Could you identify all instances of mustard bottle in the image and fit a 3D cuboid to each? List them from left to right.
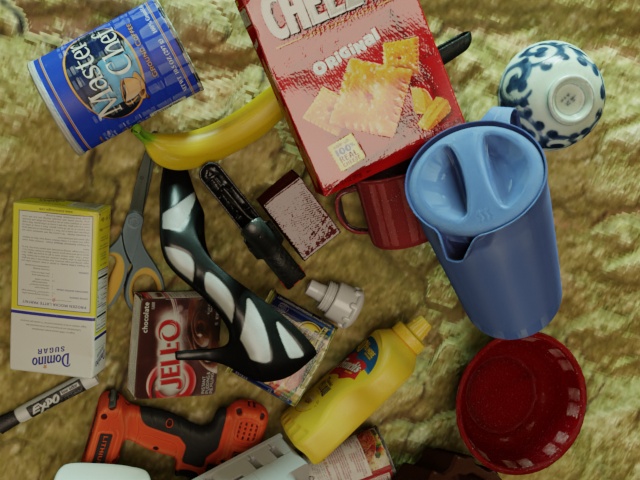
[{"bbox_3d":[0.045,0.152,1.152,0.191,0.096,0.058,-42,104,0],"label":"mustard bottle"}]

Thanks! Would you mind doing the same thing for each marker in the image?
[{"bbox_3d":[-0.294,0.172,1.137,0.121,0.020,0.020,-27,104,-4],"label":"marker"}]

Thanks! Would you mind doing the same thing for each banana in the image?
[{"bbox_3d":[-0.098,-0.115,1.090,0.197,0.070,0.037,-24,60,-25],"label":"banana"}]

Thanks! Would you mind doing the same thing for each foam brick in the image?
[{"bbox_3d":[-0.024,-0.027,1.129,0.051,0.053,0.078,-37,104,-1],"label":"foam brick"}]

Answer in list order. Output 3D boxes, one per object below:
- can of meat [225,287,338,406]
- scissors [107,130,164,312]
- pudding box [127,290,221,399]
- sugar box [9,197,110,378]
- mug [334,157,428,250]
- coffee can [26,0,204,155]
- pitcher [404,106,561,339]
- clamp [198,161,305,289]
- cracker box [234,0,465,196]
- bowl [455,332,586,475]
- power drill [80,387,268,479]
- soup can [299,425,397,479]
[{"bbox_3d":[-0.040,0.115,1.142,0.084,0.057,0.102,29,94,0],"label":"can of meat"},{"bbox_3d":[-0.182,-0.006,1.125,0.096,0.016,0.202,29,95,-15],"label":"scissors"},{"bbox_3d":[-0.155,0.109,1.129,0.089,0.039,0.113,0,101,-27],"label":"pudding box"},{"bbox_3d":[-0.267,0.048,1.096,0.093,0.048,0.176,6,103,8],"label":"sugar box"},{"bbox_3d":[0.073,-0.039,1.129,0.117,0.093,0.081,-12,108,10],"label":"mug"},{"bbox_3d":[-0.200,-0.161,1.047,0.140,0.103,0.103,-29,104,-4],"label":"coffee can"},{"bbox_3d":[0.181,-0.008,1.085,0.149,0.145,0.242,-31,143,-2],"label":"pitcher"},{"bbox_3d":[-0.057,0.001,1.090,0.039,0.120,0.171,-36,129,4],"label":"clamp"},{"bbox_3d":[0.032,-0.173,1.063,0.164,0.072,0.213,-24,101,-6],"label":"cracker box"},{"bbox_3d":[0.215,0.178,1.200,0.162,0.055,0.162,-1,93,-17],"label":"bowl"},{"bbox_3d":[-0.163,0.246,1.157,0.187,0.057,0.184,14,100,-14],"label":"power drill"},{"bbox_3d":[0.027,0.255,1.184,0.102,0.068,0.068,-21,103,-5],"label":"soup can"}]
